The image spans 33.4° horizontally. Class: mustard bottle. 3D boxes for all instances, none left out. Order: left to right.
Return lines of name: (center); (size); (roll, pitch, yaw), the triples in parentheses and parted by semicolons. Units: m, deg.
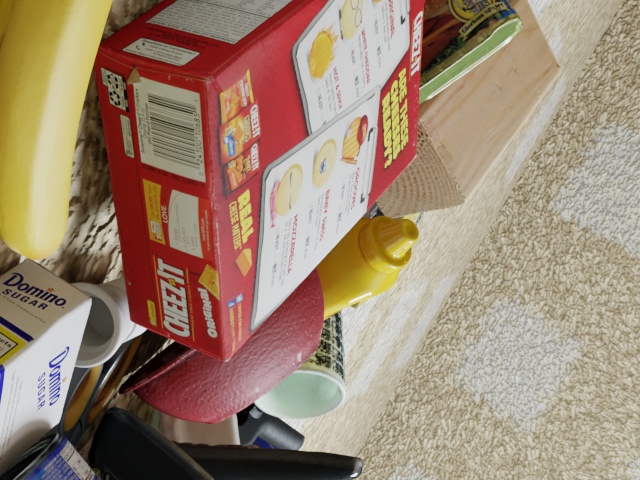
mustard bottle: (0.005, 0.030, 0.808); (0.192, 0.058, 0.096); (-32, -176, 44)

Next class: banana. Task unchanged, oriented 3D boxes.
banana: (-0.100, -0.061, 0.405); (0.069, 0.037, 0.198); (-39, 157, -57)

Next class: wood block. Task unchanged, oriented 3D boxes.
wood block: (0.117, -0.120, 0.930); (0.091, 0.090, 0.205); (-10, -149, 45)

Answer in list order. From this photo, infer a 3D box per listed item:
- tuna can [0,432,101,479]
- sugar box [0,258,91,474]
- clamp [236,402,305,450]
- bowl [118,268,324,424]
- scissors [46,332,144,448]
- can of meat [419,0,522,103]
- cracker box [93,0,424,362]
tuna can: (-0.151, 0.133, 0.521); (0.086, 0.034, 0.086); (-37, -173, 5)
sugar box: (-0.173, 0.088, 0.454); (0.176, 0.048, 0.093); (-49, 165, -53)
clamp: (-0.063, 0.151, 0.941); (0.039, 0.120, 0.171); (-21, -177, 28)
bowl: (-0.053, 0.073, 0.711); (0.162, 0.055, 0.162); (-35, -177, 2)
scissors: (-0.169, 0.136, 0.651); (0.202, 0.016, 0.096); (-59, 171, -2)
can of meat: (0.065, -0.142, 0.678); (0.102, 0.084, 0.057); (-35, 173, 12)
cracker box: (-0.021, -0.068, 0.560); (0.213, 0.072, 0.164); (-48, 148, -43)
